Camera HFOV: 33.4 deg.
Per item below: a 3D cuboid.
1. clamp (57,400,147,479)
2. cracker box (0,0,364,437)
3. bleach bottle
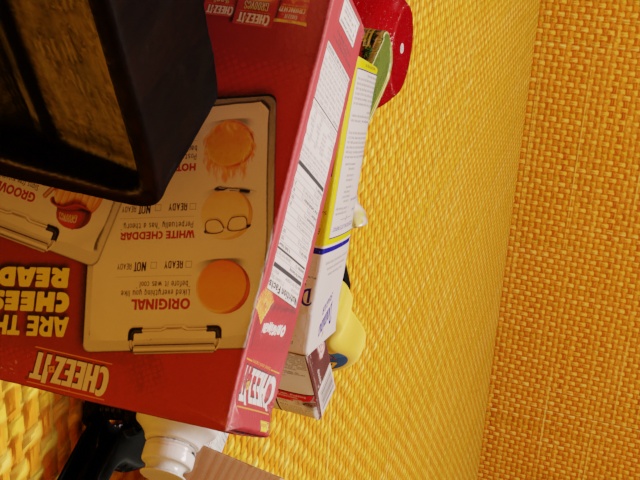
[{"bbox_3d":[-0.129,0.096,0.664,0.209,0.036,0.164,-32,128,-72],"label":"clamp"},{"bbox_3d":[-0.082,-0.026,0.518,0.072,0.164,0.213,41,60,-69],"label":"cracker box"},{"bbox_3d":[-0.070,0.034,0.686,0.103,0.068,0.250,128,-22,-59],"label":"bleach bottle"}]
